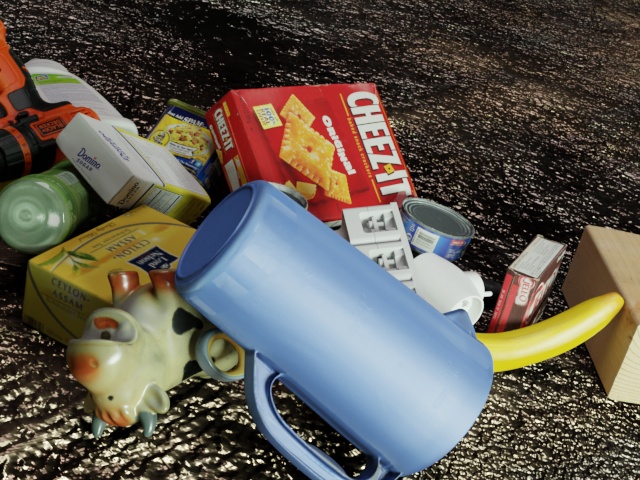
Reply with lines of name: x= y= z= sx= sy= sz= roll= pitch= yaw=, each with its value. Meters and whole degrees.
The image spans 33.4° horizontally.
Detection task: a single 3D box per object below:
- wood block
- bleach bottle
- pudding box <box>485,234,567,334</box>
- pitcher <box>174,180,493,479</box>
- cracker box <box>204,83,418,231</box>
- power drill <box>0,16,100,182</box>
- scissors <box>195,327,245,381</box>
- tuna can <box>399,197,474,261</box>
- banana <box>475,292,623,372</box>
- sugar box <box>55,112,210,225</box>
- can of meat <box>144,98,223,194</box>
wood block: x=0.331 y=0.076 z=1.125 sx=0.090 sy=0.091 sz=0.206 roll=11 pitch=27 yaw=-8
bleach bottle: x=-0.306 y=-0.163 z=1.288 sx=0.102 sy=0.068 sz=0.251 roll=-2 pitch=29 yaw=-29
pudding box: x=0.213 y=0.054 z=1.108 sx=0.039 sy=0.090 sz=0.113 roll=23 pitch=28 yaw=17
pitcher: x=0.004 y=0.074 z=0.826 sx=0.242 sy=0.145 sz=0.149 roll=40 pitch=23 yaw=-19
cracker box: x=-0.005 y=-0.089 z=1.200 sx=0.213 sy=0.072 sz=0.164 roll=-10 pitch=75 yaw=-39
power drill: x=-0.340 y=-0.142 z=1.086 sx=0.184 sy=0.057 sz=0.188 roll=-27 pitch=74 yaw=-45
scissors: x=-0.036 y=0.105 z=0.889 sx=0.201 sy=0.016 sz=0.096 roll=45 pitch=47 yaw=-29
tuna can: x=0.124 y=-0.012 z=1.174 sx=0.086 sy=0.034 sz=0.086 roll=19 pitch=23 yaw=-8
banana: x=0.202 y=0.094 z=1.037 sx=0.197 sy=0.070 sz=0.037 roll=-9 pitch=48 yaw=-16
sugar box: x=-0.187 y=-0.069 z=1.088 sx=0.093 sy=0.048 sz=0.176 roll=47 pitch=12 yaw=18
can of meat: x=-0.152 y=-0.102 z=1.219 sx=0.102 sy=0.057 sz=0.084 roll=24 pitch=65 yaw=18
